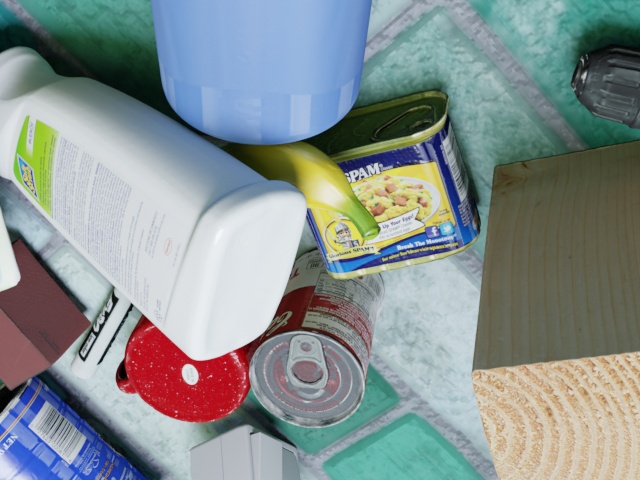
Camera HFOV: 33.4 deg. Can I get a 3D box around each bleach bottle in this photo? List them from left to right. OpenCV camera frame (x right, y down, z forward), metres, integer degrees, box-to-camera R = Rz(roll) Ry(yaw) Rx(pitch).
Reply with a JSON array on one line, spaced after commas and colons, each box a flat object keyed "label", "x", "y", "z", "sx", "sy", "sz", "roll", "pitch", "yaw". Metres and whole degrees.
[{"label": "bleach bottle", "x": -0.121, "y": -0.045, "z": 0.588, "sx": 0.251, "sy": 0.067, "sz": 0.103, "roll": 37, "pitch": 127, "yaw": 29}]

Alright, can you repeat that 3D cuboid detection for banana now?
[{"label": "banana", "x": -0.053, "y": -0.018, "z": 0.602, "sx": 0.198, "sy": 0.037, "sz": 0.069, "roll": -13, "pitch": 82, "yaw": 43}]

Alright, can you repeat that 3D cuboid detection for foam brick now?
[{"label": "foam brick", "x": -0.206, "y": 0.050, "z": 0.718, "sx": 0.051, "sy": 0.053, "sz": 0.078, "roll": -28, "pitch": 106, "yaw": 35}]

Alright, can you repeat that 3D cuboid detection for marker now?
[{"label": "marker", "x": -0.140, "y": 0.049, "z": 0.729, "sx": 0.020, "sy": 0.020, "sz": 0.121, "roll": 31, "pitch": 121, "yaw": -6}]

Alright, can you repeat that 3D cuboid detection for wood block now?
[{"label": "wood block", "x": 0.137, "y": 0.037, "z": 0.552, "sx": 0.091, "sy": 0.206, "sz": 0.090, "roll": -11, "pitch": 116, "yaw": 18}]

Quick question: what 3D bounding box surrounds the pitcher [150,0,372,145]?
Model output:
[{"label": "pitcher", "x": -0.039, "y": -0.169, "z": 0.500, "sx": 0.149, "sy": 0.144, "sz": 0.243, "roll": 39, "pitch": 145, "yaw": 31}]

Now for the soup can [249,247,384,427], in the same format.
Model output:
[{"label": "soup can", "x": 0.001, "y": 0.056, "z": 0.653, "sx": 0.068, "sy": 0.102, "sz": 0.068, "roll": 5, "pitch": 120, "yaw": 9}]

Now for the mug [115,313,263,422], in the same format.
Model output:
[{"label": "mug", "x": -0.086, "y": 0.067, "z": 0.690, "sx": 0.117, "sy": 0.081, "sz": 0.093, "roll": -23, "pitch": 112, "yaw": 23}]

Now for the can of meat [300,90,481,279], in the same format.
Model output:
[{"label": "can of meat", "x": 0.037, "y": -0.031, "z": 0.623, "sx": 0.102, "sy": 0.057, "sz": 0.084, "roll": -12, "pitch": 118, "yaw": 19}]

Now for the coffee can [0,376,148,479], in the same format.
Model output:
[{"label": "coffee can", "x": -0.195, "y": 0.176, "z": 0.764, "sx": 0.103, "sy": 0.102, "sz": 0.140, "roll": -35, "pitch": 107, "yaw": 27}]
